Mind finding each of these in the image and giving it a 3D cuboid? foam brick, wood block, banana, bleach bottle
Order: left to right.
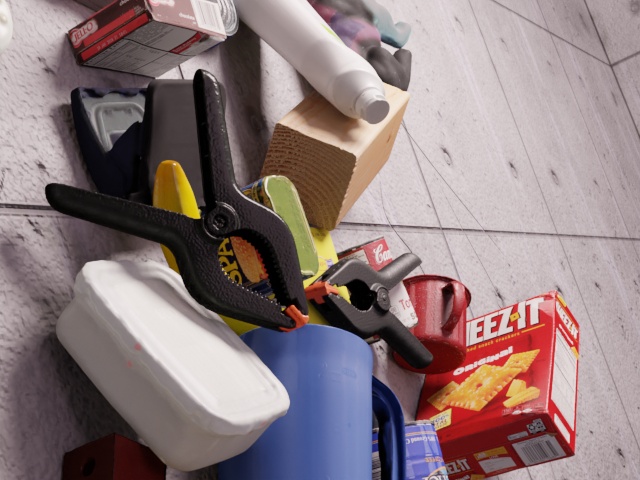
[{"bbox_3d":[-0.139,0.179,0.714,0.051,0.053,0.078,35,39,-43],"label":"foam brick"},{"bbox_3d":[-0.088,0.022,0.878,0.197,0.037,0.069,52,55,-36],"label":"banana"},{"bbox_3d":[-0.011,-0.200,1.099,0.102,0.068,0.251,26,19,-47],"label":"bleach bottle"},{"bbox_3d":[0.017,-0.102,1.126,0.090,0.091,0.205,23,29,9],"label":"wood block"}]

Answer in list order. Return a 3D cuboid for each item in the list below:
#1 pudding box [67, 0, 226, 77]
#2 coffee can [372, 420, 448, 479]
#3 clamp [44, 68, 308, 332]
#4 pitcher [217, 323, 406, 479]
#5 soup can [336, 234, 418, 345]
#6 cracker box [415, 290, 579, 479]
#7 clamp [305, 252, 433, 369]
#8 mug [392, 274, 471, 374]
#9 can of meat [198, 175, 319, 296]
[{"bbox_3d":[-0.150,-0.182,0.937,0.113,0.090,0.039,0,70,-60],"label":"pudding box"},{"bbox_3d":[0.072,0.246,0.970,0.102,0.103,0.140,16,55,-55],"label":"coffee can"},{"bbox_3d":[-0.079,-0.020,0.811,0.210,0.036,0.164,43,67,-7],"label":"clamp"},{"bbox_3d":[-0.010,0.199,0.837,0.145,0.149,0.243,68,17,-59],"label":"pitcher"},{"bbox_3d":[0.054,0.053,1.127,0.068,0.069,0.102,-17,84,-62],"label":"soup can"},{"bbox_3d":[0.196,0.162,1.183,0.072,0.164,0.213,55,30,-23],"label":"cracker box"},{"bbox_3d":[0.054,0.070,1.041,0.171,0.039,0.120,1,69,-47],"label":"clamp"},{"bbox_3d":[0.127,0.090,1.180,0.093,0.117,0.081,19,52,-18],"label":"mug"},{"bbox_3d":[-0.056,0.001,0.960,0.057,0.084,0.102,-2,71,-60],"label":"can of meat"}]
